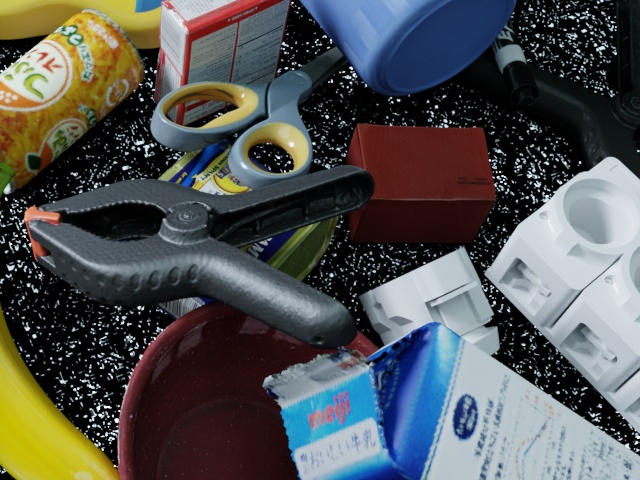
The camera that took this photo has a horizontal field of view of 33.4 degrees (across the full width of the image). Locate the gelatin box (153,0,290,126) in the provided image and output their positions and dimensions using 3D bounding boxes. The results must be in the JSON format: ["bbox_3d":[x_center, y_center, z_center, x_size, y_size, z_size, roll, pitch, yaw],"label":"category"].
[{"bbox_3d":[-0.058,-0.114,0.626,0.073,0.089,0.030,-29,68,-26],"label":"gelatin box"}]

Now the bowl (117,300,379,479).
[{"bbox_3d":[-0.026,0.109,0.507,0.161,0.055,0.162,14,57,-24],"label":"bowl"}]

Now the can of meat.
[{"bbox_3d":[-0.054,0.001,0.579,0.084,0.057,0.102,35,58,12],"label":"can of meat"}]

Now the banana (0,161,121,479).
[{"bbox_3d":[-0.155,0.056,0.524,0.070,0.037,0.198,-33,70,19],"label":"banana"}]

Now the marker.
[{"bbox_3d":[0.115,-0.132,0.680,0.020,0.020,0.121,-2,53,-13],"label":"marker"}]

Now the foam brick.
[{"bbox_3d":[0.056,-0.032,0.624,0.078,0.051,0.053,1,61,-11],"label":"foam brick"}]

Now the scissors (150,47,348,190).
[{"bbox_3d":[-0.007,-0.076,0.620,0.201,0.016,0.096,-23,58,-43],"label":"scissors"}]

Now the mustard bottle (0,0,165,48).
[{"bbox_3d":[-0.126,-0.167,0.660,0.191,0.058,0.096,3,69,-11],"label":"mustard bottle"}]

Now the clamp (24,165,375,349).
[{"bbox_3d":[-0.056,0.008,0.502,0.171,0.039,0.120,-4,33,1],"label":"clamp"}]

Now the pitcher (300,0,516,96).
[{"bbox_3d":[0.024,-0.215,0.678,0.149,0.145,0.243,-34,69,4],"label":"pitcher"}]
